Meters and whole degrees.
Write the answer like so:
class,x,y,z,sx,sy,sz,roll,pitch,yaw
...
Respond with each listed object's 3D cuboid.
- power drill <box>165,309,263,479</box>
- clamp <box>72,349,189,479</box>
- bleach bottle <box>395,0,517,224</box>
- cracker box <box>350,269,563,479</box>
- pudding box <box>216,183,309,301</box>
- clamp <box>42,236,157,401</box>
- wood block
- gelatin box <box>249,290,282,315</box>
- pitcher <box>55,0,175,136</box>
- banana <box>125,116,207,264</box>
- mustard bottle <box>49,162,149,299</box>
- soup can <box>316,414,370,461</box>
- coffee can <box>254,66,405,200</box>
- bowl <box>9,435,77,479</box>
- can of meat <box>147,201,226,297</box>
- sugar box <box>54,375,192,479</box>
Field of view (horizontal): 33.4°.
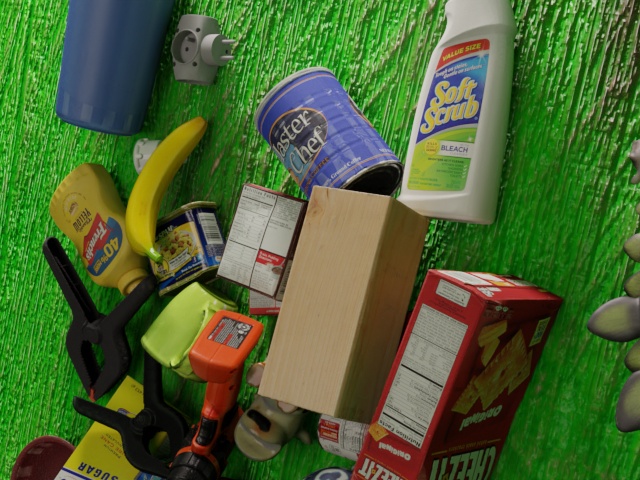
class,x,y,z,sx,sy,sz,roll,pitch,yaw
power drill,-0.118,0.182,1.130,0.057,0.184,0.188,18,120,6
clamp,-0.197,0.201,1.234,0.172,0.039,0.120,41,87,23
bleach bottle,0.139,-0.145,1.064,0.103,0.068,0.251,7,89,34
cracker box,0.131,0.138,0.993,0.072,0.163,0.214,26,102,34
pudding box,-0.058,0.001,1.168,0.090,0.039,0.113,19,92,35
clamp,-0.280,0.100,1.311,0.165,0.036,0.210,25,122,21
wood block,0.024,0.063,1.019,0.091,0.090,0.206,10,82,33
gelatin box,-0.043,0.040,1.197,0.073,0.030,0.089,-3,83,34
pitcher,-0.251,-0.258,1.305,0.145,0.149,0.243,17,101,18
banana,-0.186,-0.059,1.244,0.070,0.037,0.197,6,65,16
mustard bottle,-0.265,0.000,1.333,0.096,0.058,0.192,-47,64,24
soup can,0.055,0.198,1.100,0.102,0.068,0.068,11,94,35
coffee can,0.009,-0.098,1.124,0.103,0.102,0.140,-46,65,24
bowl,-0.323,0.327,1.359,0.162,0.055,0.162,-2,87,34
can of meat,-0.158,0.012,1.261,0.102,0.057,0.084,-26,75,30
sugar box,-0.242,0.260,1.269,0.093,0.048,0.176,29,77,27
